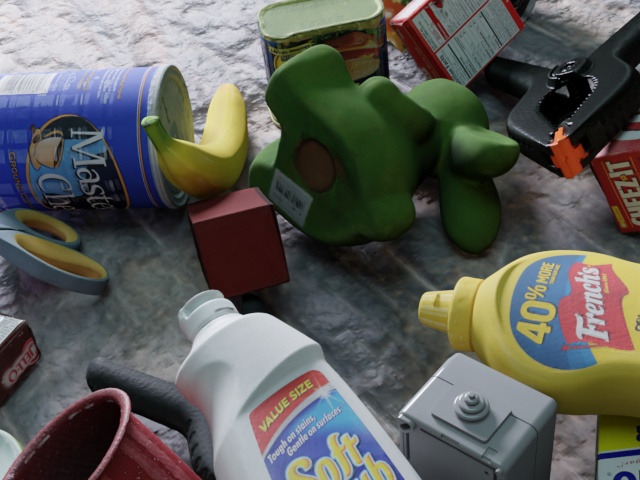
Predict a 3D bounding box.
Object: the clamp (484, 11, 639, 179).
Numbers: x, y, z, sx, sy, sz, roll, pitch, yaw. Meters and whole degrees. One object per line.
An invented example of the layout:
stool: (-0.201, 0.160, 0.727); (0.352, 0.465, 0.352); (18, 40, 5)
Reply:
clamp: (0.187, -0.111, 0.737); (0.165, 0.036, 0.210); (-23, 24, 23)

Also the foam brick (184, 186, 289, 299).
foam brick: (-0.055, 0.001, 0.689); (0.051, 0.053, 0.078); (-14, 13, -8)

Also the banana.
banana: (-0.077, -0.069, 0.765); (0.037, 0.069, 0.197); (-6, 13, 10)

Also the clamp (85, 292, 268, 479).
clamp: (-0.057, 0.102, 0.609); (0.120, 0.039, 0.172); (-21, 44, -16)

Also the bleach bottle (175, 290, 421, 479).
bleach bottle: (-0.007, 0.125, 0.520); (0.102, 0.068, 0.251); (-20, 55, -27)

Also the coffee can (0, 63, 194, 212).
coffee can: (-0.171, -0.072, 0.770); (0.140, 0.103, 0.102); (-2, 43, 8)

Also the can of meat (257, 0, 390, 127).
can of meat: (0.004, -0.143, 0.832); (0.102, 0.084, 0.057); (-12, 42, -5)

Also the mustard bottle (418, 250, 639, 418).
mustard bottle: (0.145, 0.048, 0.559); (0.192, 0.058, 0.096); (7, 49, 24)

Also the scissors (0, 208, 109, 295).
scissors: (-0.232, -0.017, 0.701); (0.201, 0.016, 0.096); (26, 15, -21)

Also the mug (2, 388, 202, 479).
mug: (-0.107, 0.143, 0.524); (0.093, 0.081, 0.117); (-20, 32, 40)

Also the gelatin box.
gelatin box: (0.106, -0.167, 0.827); (0.089, 0.073, 0.030); (-46, 22, -17)
